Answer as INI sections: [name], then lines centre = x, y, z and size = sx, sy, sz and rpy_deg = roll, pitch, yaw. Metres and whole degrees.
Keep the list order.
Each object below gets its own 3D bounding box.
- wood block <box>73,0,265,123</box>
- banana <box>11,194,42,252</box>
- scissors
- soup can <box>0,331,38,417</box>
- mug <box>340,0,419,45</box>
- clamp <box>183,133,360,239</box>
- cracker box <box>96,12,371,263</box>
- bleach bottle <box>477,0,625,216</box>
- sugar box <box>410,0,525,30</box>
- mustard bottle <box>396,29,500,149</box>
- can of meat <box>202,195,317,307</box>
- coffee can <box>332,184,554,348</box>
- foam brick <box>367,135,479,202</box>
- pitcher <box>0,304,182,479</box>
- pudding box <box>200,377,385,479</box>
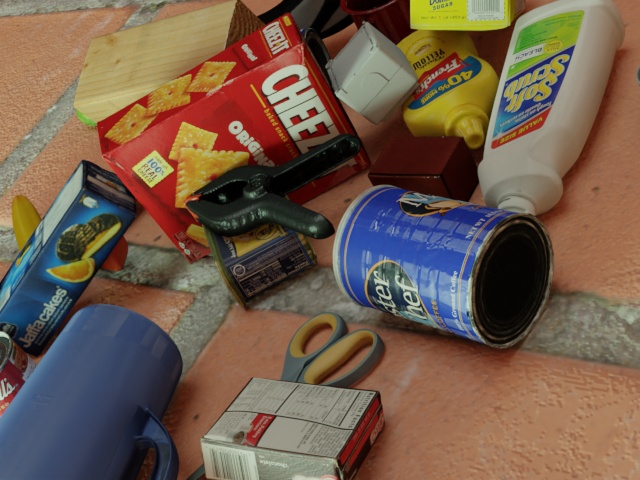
[wood block]
centre = -0.149, -0.173, 1.123
size = 0.206, 0.090, 0.090
rpy_deg = -6, 63, 34
[banana]
centre = -0.309, 0.003, 1.173
size = 0.037, 0.070, 0.198
rpy_deg = -6, 18, -24
[scissors]
centre = -0.041, 0.125, 0.880
size = 0.202, 0.016, 0.096
rpy_deg = -32, 35, 2
[soup can]
centre = -0.278, 0.139, 0.963
size = 0.069, 0.102, 0.068
rpy_deg = -20, 38, 16
[mug]
centre = 0.074, -0.233, 1.145
size = 0.093, 0.081, 0.117
rpy_deg = 3, 49, 38
[clamp]
centre = -0.042, -0.048, 0.968
size = 0.172, 0.039, 0.120
rpy_deg = 1, 43, 32
[cracker box]
centre = -0.081, -0.092, 1.030
size = 0.214, 0.164, 0.072
rpy_deg = -28, 40, 6
[bleach bottle]
centre = 0.198, -0.108, 0.930
size = 0.103, 0.068, 0.250
rpy_deg = -11, 43, 36
[sugar box]
centre = 0.149, -0.238, 1.050
size = 0.093, 0.048, 0.176
rpy_deg = 3, 20, 14
[mustard bottle]
centre = 0.121, -0.140, 1.019
size = 0.096, 0.058, 0.191
rpy_deg = -28, 34, 8
[can of meat]
centre = -0.057, 0.001, 0.998
size = 0.084, 0.057, 0.102
rpy_deg = -28, 37, 2
[coffee can]
centre = 0.094, 0.017, 0.831
size = 0.141, 0.102, 0.102
rpy_deg = 15, 57, 45
[foam brick]
centre = 0.094, -0.057, 0.958
size = 0.078, 0.053, 0.051
rpy_deg = 4, 50, 37
[pitcher]
centre = -0.194, 0.172, 0.854
size = 0.145, 0.149, 0.242
rpy_deg = -46, 15, 48
[pudding box]
centre = -0.019, 0.143, 0.789
size = 0.114, 0.039, 0.089
rpy_deg = 5, 27, 24
